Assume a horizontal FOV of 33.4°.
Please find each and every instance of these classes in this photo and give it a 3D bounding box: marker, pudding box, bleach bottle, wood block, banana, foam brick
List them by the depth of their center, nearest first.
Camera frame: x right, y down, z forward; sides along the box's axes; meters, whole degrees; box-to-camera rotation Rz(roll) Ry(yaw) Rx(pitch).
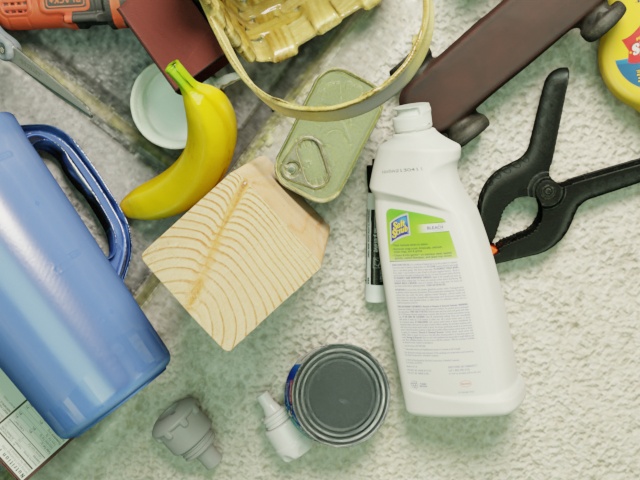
[{"bbox_3d":[-0.056,0.001,0.809,0.091,0.206,0.090,-42,94,7],"label":"wood block"},{"bbox_3d":[-0.110,-0.157,0.814,0.051,0.053,0.078,-35,93,4],"label":"foam brick"},{"bbox_3d":[-0.107,-0.064,0.836,0.069,0.037,0.198,35,141,2],"label":"banana"},{"bbox_3d":[0.099,0.014,0.858,0.103,0.068,0.251,-5,103,23],"label":"bleach bottle"},{"bbox_3d":[0.048,-0.008,0.897,0.020,0.020,0.121,0,97,2],"label":"marker"},{"bbox_3d":[-0.238,0.135,0.901,0.113,0.039,0.090,-41,95,-14],"label":"pudding box"}]

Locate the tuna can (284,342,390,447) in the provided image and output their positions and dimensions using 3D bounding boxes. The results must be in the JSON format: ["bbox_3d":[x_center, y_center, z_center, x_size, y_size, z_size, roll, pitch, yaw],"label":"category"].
[{"bbox_3d":[0.013,0.129,0.895,0.086,0.034,0.086,2,82,-15],"label":"tuna can"}]

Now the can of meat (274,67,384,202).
[{"bbox_3d":[0.007,-0.085,0.856,0.057,0.084,0.102,27,97,-2],"label":"can of meat"}]

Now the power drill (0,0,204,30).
[{"bbox_3d":[-0.179,-0.264,0.854,0.184,0.057,0.188,-3,97,3],"label":"power drill"}]

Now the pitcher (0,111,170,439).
[{"bbox_3d":[-0.221,0.025,0.842,0.149,0.145,0.243,-37,91,4],"label":"pitcher"}]

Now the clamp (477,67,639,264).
[{"bbox_3d":[0.196,-0.042,0.878,0.120,0.039,0.171,34,104,2],"label":"clamp"}]

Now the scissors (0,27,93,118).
[{"bbox_3d":[-0.253,-0.172,0.841,0.202,0.016,0.096,24,125,25],"label":"scissors"}]
